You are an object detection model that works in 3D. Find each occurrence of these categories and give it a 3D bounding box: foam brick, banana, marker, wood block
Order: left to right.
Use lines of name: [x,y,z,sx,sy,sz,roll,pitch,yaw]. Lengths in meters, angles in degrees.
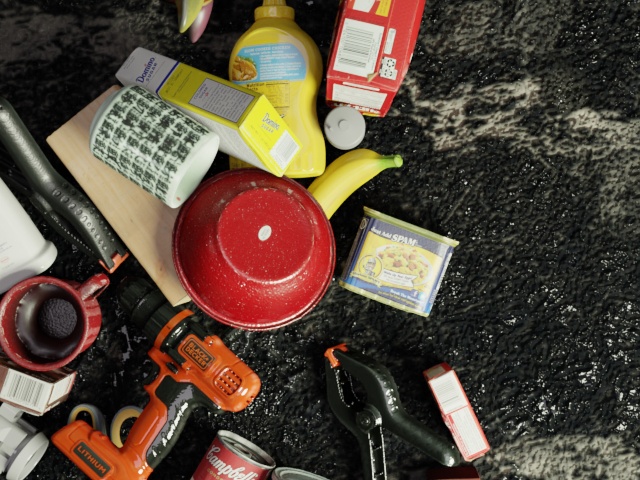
wood block: [-0.168,-0.044,1.074,0.090,0.091,0.206,-38,88,2]
marker: [-0.054,0.065,1.104,0.121,0.020,0.020,-39,88,2]
banana: [-0.002,-0.025,1.081,0.037,0.070,0.198,36,96,-30]
foam brick: [0.135,0.272,1.079,0.051,0.053,0.078,-2,89,2]

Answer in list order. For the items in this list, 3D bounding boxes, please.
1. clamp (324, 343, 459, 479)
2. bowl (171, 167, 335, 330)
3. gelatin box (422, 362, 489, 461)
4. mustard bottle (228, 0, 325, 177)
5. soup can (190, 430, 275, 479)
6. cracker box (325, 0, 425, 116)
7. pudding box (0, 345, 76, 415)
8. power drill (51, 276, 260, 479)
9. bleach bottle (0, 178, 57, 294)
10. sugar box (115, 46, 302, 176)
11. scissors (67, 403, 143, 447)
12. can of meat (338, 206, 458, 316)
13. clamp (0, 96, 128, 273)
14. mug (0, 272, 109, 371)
clamp: [0.052,0.187,1.077,0.120,0.039,0.171,-48,67,24]
bowl: [-0.057,0.001,1.004,0.162,0.055,0.162,4,76,-14]
gelatin box: [0.135,0.170,1.069,0.030,0.073,0.089,-25,89,1]
mustard bottle: [-0.045,-0.160,1.083,0.096,0.058,0.191,-1,90,21]
soup can: [-0.101,0.253,1.082,0.068,0.068,0.102,31,92,2]
cracker box: [0.055,-0.210,1.003,0.072,0.213,0.164,13,91,0]
pudding box: [-0.314,0.135,1.081,0.113,0.090,0.039,22,93,1]
power drill: [-0.181,0.152,1.076,0.184,0.057,0.187,39,87,16]
bleach bottle: [-0.370,-0.064,1.056,0.102,0.068,0.251,-27,109,3]
sugar box: [-0.108,-0.126,1.030,0.176,0.093,0.048,28,77,34]
scissors: [-0.202,0.260,1.112,0.096,0.016,0.202,-21,89,2]
can of meat: [0.077,0.022,1.080,0.102,0.057,0.084,20,92,2]
clamp: [-0.280,-0.051,1.079,0.036,0.165,0.210,-48,111,-23]
mug: [-0.262,0.073,1.082,0.117,0.081,0.093,-42,88,2]
